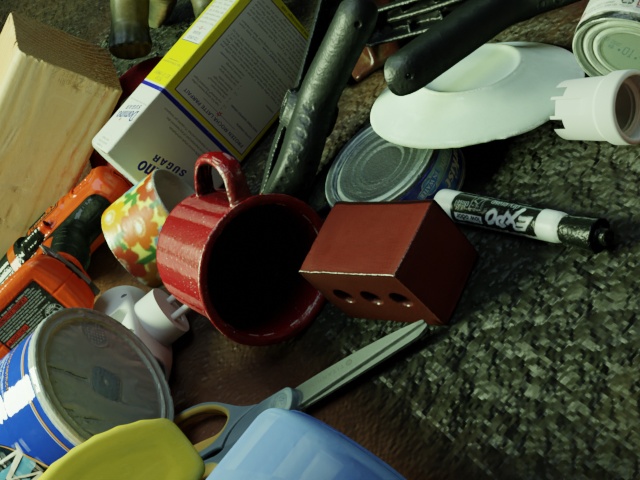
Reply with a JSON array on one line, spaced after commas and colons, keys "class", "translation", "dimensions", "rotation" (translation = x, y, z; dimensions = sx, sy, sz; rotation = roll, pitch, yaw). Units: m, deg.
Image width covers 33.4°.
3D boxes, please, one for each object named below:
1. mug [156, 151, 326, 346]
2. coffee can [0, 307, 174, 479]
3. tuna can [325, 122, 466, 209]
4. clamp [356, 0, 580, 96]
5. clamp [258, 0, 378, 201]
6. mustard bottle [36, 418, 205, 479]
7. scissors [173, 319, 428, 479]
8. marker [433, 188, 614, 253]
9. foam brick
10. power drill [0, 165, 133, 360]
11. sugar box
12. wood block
[{"class": "mug", "translation": [-0.054, 0.001, 0.664], "dimensions": [0.093, 0.117, 0.082], "rotation": [-25, 22, -26]}, {"class": "coffee can", "translation": [-0.173, 0.120, 0.652], "dimensions": [0.140, 0.102, 0.103], "rotation": [-38, 35, 25]}, {"class": "tuna can", "translation": [0.046, -0.040, 0.668], "dimensions": [0.086, 0.033, 0.086], "rotation": [-27, 39, 24]}, {"class": "clamp", "translation": [0.116, -0.159, 0.679], "dimensions": [0.210, 0.036, 0.165], "rotation": [-27, 23, -2]}, {"class": "clamp", "translation": [-0.006, -0.094, 0.716], "dimensions": [0.120, 0.039, 0.172], "rotation": [-85, 18, -66]}, {"class": "mustard bottle", "translation": [-0.123, 0.158, 0.562], "dimensions": [0.096, 0.058, 0.192], "rotation": [-35, -12, -30]}, {"class": "scissors", "translation": [-0.027, 0.112, 0.603], "dimensions": [0.202, 0.016, 0.096], "rotation": [-22, 43, 30]}, {"class": "marker", "translation": [0.110, -0.011, 0.587], "dimensions": [0.121, 0.020, 0.020], "rotation": [15, 66, 51]}, {"class": "foam brick", "translation": [0.039, 0.012, 0.606], "dimensions": [0.078, 0.053, 0.051], "rotation": [0, 55, 47]}, {"class": "power drill", "translation": [-0.219, 0.036, 0.803], "dimensions": [0.184, 0.057, 0.187], "rotation": [-45, 19, 13]}, {"class": "sugar box", "translation": [-0.083, -0.108, 0.815], "dimensions": [0.176, 0.093, 0.048], "rotation": [-49, 35, -6]}, {"class": "wood block", "translation": [-0.253, -0.071, 0.891], "dimensions": [0.206, 0.090, 0.091], "rotation": [-58, 31, 21]}]
